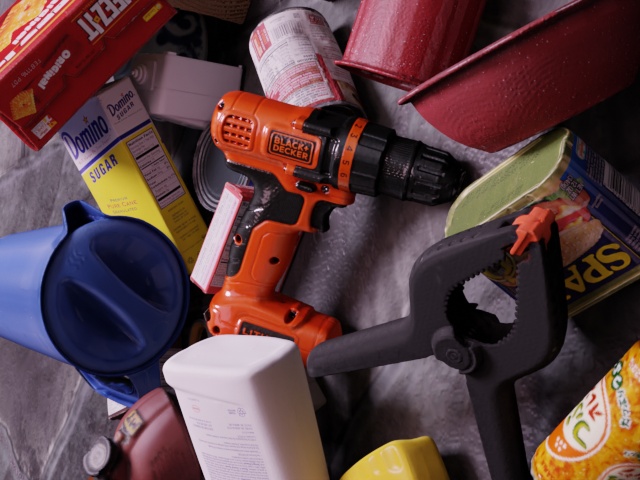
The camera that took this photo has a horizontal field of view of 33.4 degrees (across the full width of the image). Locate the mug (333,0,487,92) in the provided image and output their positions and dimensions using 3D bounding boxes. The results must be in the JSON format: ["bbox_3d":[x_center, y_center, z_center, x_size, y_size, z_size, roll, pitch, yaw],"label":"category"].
[{"bbox_3d":[0.064,-0.147,0.741,0.117,0.093,0.081,-115,43,-83],"label":"mug"}]

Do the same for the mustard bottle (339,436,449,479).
[{"bbox_3d":[0.070,0.232,0.692,0.096,0.058,0.192,-50,50,45],"label":"mustard bottle"}]

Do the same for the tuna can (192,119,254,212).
[{"bbox_3d":[-0.072,-0.065,0.919,0.086,0.033,0.086,-9,78,48],"label":"tuna can"}]

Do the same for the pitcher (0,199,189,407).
[{"bbox_3d":[-0.227,0.056,0.966,0.243,0.144,0.149,-1,69,56],"label":"pitcher"}]

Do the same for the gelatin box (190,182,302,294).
[{"bbox_3d":[-0.056,0.001,0.860,0.030,0.073,0.089,39,114,45],"label":"gelatin box"}]

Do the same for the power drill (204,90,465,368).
[{"bbox_3d":[-0.002,-0.003,0.776,0.184,0.057,0.188,18,110,14],"label":"power drill"}]

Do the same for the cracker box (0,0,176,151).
[{"bbox_3d":[-0.232,-0.177,0.939,0.164,0.072,0.214,-47,27,-5],"label":"cracker box"}]

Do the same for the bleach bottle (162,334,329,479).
[{"bbox_3d":[-0.034,0.196,0.766,0.103,0.067,0.251,-1,108,43],"label":"bleach bottle"}]

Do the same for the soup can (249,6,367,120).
[{"bbox_3d":[-0.011,-0.123,0.830,0.069,0.068,0.102,-44,53,37],"label":"soup can"}]

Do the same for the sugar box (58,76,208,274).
[{"bbox_3d":[-0.166,-0.052,0.949,0.094,0.048,0.176,-8,117,49],"label":"sugar box"}]

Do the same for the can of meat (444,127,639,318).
[{"bbox_3d":[0.135,-0.008,0.618,0.102,0.084,0.057,-38,22,40],"label":"can of meat"}]

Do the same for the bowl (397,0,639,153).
[{"bbox_3d":[0.128,-0.095,0.621,0.162,0.161,0.055,-25,94,45],"label":"bowl"}]

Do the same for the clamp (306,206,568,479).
[{"bbox_3d":[0.092,0.067,0.627,0.164,0.036,0.210,38,135,6],"label":"clamp"}]
